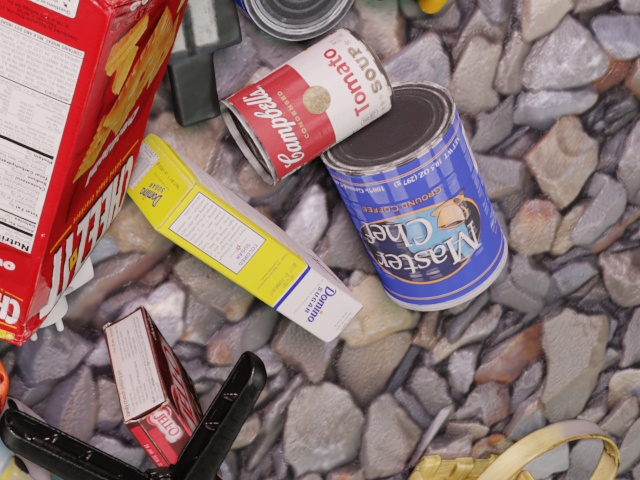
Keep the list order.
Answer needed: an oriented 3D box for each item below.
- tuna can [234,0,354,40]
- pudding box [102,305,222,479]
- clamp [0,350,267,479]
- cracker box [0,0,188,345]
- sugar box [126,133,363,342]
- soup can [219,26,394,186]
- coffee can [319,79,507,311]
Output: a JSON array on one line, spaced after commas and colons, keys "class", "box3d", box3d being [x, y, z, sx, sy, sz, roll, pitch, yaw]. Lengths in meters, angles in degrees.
[{"class": "tuna can", "box3d": [-0.018, -0.175, 0.698, 0.086, 0.034, 0.086, -11, 122, -18]}, {"class": "pudding box", "box3d": [-0.113, 0.114, 0.759, 0.039, 0.113, 0.090, -27, 127, -4]}, {"class": "clamp", "box3d": [-0.094, 0.162, 0.702, 0.164, 0.036, 0.210, -18, 127, 0]}, {"class": "cracker box", "box3d": [-0.135, -0.074, 0.578, 0.072, 0.164, 0.214, 23, 122, -1]}, {"class": "sugar box", "box3d": [-0.055, 0.001, 0.742, 0.048, 0.093, 0.176, -48, 128, 3]}, {"class": "soup can", "box3d": [-0.009, -0.092, 0.732, 0.102, 0.069, 0.068, -33, 127, -10]}, {"class": "coffee can", "box3d": [0.070, -0.032, 0.788, 0.102, 0.103, 0.140, -34, 127, -9]}]
